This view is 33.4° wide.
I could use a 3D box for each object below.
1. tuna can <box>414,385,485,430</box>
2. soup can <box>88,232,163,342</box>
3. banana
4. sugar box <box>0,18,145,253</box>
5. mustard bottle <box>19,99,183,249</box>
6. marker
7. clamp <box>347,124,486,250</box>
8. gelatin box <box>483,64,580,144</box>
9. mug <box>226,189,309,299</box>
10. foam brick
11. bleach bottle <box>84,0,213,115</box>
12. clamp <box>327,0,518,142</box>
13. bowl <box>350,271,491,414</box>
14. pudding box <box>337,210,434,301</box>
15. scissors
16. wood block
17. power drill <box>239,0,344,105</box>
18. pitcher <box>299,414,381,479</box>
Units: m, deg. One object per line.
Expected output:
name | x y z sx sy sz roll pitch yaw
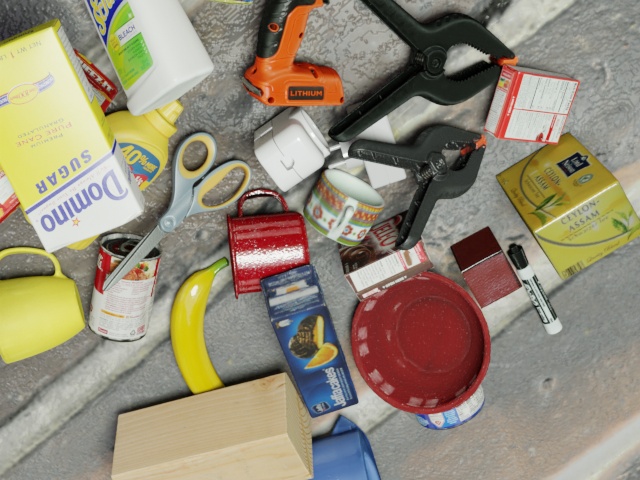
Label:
tuna can | 0.145 0.179 1.228 0.086 0.086 0.034 -21 113 5
soup can | -0.214 0.051 1.166 0.068 0.068 0.102 10 111 -8
banana | -0.135 0.116 1.212 0.069 0.037 0.198 -1 112 -3
sugar box | -0.224 -0.085 0.893 0.093 0.048 0.176 -22 111 3
mustard bottle | -0.216 -0.078 1.107 0.192 0.058 0.096 -43 143 6
marker | 0.244 0.055 1.220 0.020 0.020 0.121 -28 111 7
clamp | 0.113 -0.062 1.102 0.171 0.039 0.120 -18 92 -33
gelatin box | 0.221 -0.142 1.120 0.089 0.030 0.073 1 114 -32
mug | -0.058 0.001 1.152 0.081 0.093 0.117 -6 76 -6
foam brick | 0.181 0.029 1.175 0.051 0.078 0.053 -29 108 8
bleach bottle | -0.199 -0.253 1.028 0.103 0.067 0.251 -24 94 50
clamp | 0.103 -0.191 1.070 0.209 0.036 0.164 -11 117 -21
bowl | 0.118 0.110 1.195 0.162 0.055 0.162 3 97 23
pudding box | 0.069 0.014 1.144 0.090 0.113 0.039 -26 109 6
scissors | -0.164 -0.039 1.118 0.201 0.016 0.096 -33 108 -17
wood block | -0.120 0.233 1.206 0.206 0.091 0.090 -16 131 11
power drill | 0.000 -0.229 1.058 0.184 0.057 0.188 -4 118 -27
pitcher | -0.044 0.319 1.246 0.243 0.149 0.145 -16 121 6
